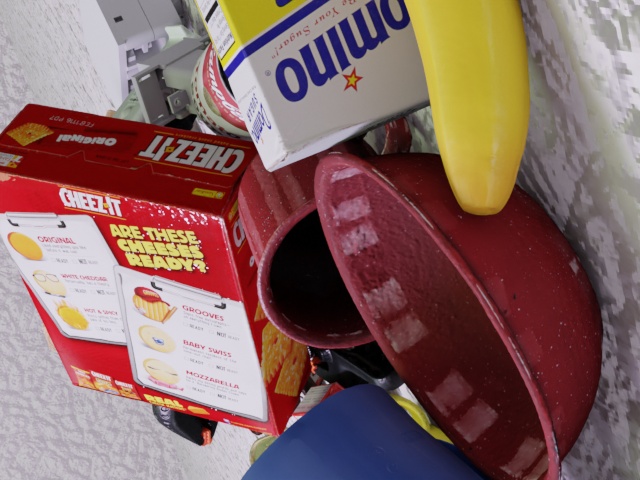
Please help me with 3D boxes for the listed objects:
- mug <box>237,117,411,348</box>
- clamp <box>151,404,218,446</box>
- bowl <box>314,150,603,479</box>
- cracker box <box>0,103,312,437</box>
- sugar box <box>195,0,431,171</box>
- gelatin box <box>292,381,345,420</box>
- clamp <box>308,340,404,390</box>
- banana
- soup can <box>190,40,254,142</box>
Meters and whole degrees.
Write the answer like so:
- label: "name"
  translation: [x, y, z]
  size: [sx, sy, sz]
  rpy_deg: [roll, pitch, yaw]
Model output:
- label: "mug"
  translation: [0.009, -0.016, 0.534]
  size: [0.117, 0.093, 0.081]
  rpy_deg: [-65, 27, 24]
- label: "clamp"
  translation: [-0.105, 0.092, 0.928]
  size: [0.036, 0.164, 0.210]
  rpy_deg: [22, 137, 27]
- label: "bowl"
  translation: [0.063, 0.023, 0.434]
  size: [0.162, 0.055, 0.162]
  rpy_deg: [54, 166, 20]
- label: "cracker box"
  translation: [-0.101, 0.023, 0.674]
  size: [0.164, 0.072, 0.214]
  rpy_deg: [11, 139, 19]
- label: "sugar box"
  translation: [-0.011, -0.126, 0.417]
  size: [0.176, 0.093, 0.048]
  rpy_deg: [65, 165, 1]
- label: "gelatin box"
  translation: [0.023, 0.133, 0.750]
  size: [0.073, 0.030, 0.089]
  rpy_deg: [38, 165, -2]
- label: "clamp"
  translation: [0.015, 0.069, 0.720]
  size: [0.120, 0.039, 0.171]
  rpy_deg: [59, 170, 23]
- label: "banana"
  translation: [0.025, -0.105, 0.376]
  size: [0.198, 0.069, 0.037]
  rpy_deg: [55, -176, 6]
- label: "soup can"
  translation: [-0.032, -0.091, 0.586]
  size: [0.068, 0.068, 0.102]
  rpy_deg: [68, 166, -4]
